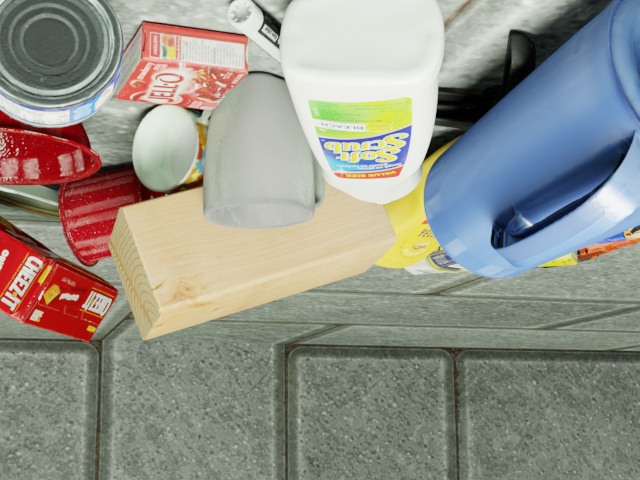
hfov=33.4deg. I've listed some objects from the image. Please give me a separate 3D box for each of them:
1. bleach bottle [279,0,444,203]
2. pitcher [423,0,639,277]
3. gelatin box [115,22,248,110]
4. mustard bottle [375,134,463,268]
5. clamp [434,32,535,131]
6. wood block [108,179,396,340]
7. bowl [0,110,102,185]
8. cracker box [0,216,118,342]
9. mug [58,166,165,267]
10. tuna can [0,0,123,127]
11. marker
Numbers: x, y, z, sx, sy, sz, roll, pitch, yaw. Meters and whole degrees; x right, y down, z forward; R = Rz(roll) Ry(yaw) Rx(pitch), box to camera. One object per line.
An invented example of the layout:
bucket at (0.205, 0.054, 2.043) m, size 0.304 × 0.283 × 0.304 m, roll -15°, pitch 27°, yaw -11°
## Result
bleach bottle at (0.040, -0.082, 0.745) m, size 0.102 × 0.068 × 0.251 m, roll 1°, pitch 162°, yaw 10°
pitcher at (0.164, -0.051, 0.695) m, size 0.149 × 0.145 × 0.243 m, roll -3°, pitch 163°, yaw -27°
gelatin box at (-0.098, -0.118, 0.738) m, size 0.073 × 0.030 × 0.089 m, roll 4°, pitch 168°, yaw -22°
mustard bottle at (0.116, -0.045, 0.962) m, size 0.096 × 0.058 × 0.192 m, roll 5°, pitch 146°, yaw -40°
clamp at (0.144, -0.102, 0.813) m, size 0.209 × 0.036 × 0.165 m, roll 13°, pitch 164°, yaw -38°
wood block at (-0.056, 0.002, 0.871) m, size 0.205 × 0.091 × 0.090 m, roll -17°, pitch 166°, yaw -22°
bowl at (-0.249, -0.088, 0.822) m, size 0.162 × 0.055 × 0.162 m, roll 0°, pitch 169°, yaw 0°
cracker box at (-0.324, 0.011, 1.051) m, size 0.214 × 0.072 × 0.164 m, roll 29°, pitch 175°, yaw 14°
mug at (-0.198, -0.032, 1.056) m, size 0.081 × 0.093 × 0.117 m, roll -12°, pitch -159°, yaw 11°
tuna can at (-0.158, -0.111, 0.623) m, size 0.086 × 0.086 × 0.034 m, roll 2°, pitch 167°, yaw -13°
marker at (-0.028, -0.130, 0.708) m, size 0.020 × 0.020 × 0.121 m, roll -4°, pitch 169°, yaw 20°
